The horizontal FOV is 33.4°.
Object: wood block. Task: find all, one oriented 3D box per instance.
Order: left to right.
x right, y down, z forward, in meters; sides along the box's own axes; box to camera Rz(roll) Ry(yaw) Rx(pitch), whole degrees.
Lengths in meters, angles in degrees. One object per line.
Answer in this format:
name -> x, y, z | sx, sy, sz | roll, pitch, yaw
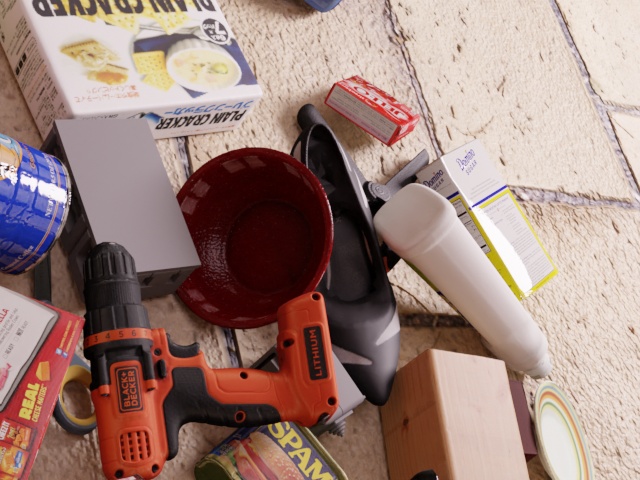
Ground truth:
wood block -> 0.121, 0.211, 0.941 | 0.090, 0.091, 0.206 | 12, 54, -29

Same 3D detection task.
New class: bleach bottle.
bleach bottle -> 0.157, 0.055, 1.050 | 0.250, 0.068, 0.103 | 47, 0, -27

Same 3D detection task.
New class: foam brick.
foam brick -> 0.166, 0.178, 1.024 | 0.052, 0.051, 0.078 | 12, 54, -29

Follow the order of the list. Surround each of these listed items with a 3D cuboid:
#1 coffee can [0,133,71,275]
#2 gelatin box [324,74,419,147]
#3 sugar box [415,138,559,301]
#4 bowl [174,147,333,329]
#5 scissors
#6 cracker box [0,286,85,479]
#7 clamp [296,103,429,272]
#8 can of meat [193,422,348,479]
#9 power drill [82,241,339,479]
coffee can -> -0.274, -0.041, 0.797 | 0.140, 0.103, 0.103 | 27, 44, -48
gelatin box -> 0.057, -0.142, 1.157 | 0.089, 0.030, 0.073 | 34, 25, 10
sugar box -> 0.181, -0.018, 1.159 | 0.093, 0.048, 0.176 | -27, 83, -50
bowl -> -0.056, 0.001, 0.946 | 0.162, 0.162, 0.055 | 65, 15, 18
scissors -> -0.206, 0.072, 0.857 | 0.096, 0.016, 0.201 | 24, 50, -20
cracker box -> -0.291, 0.094, 0.733 | 0.213, 0.072, 0.164 | 22, 48, -13
clamp -> 0.043, -0.049, 1.105 | 0.164, 0.036, 0.210 | 23, 45, -19
can of meat -> -0.041, 0.193, 0.863 | 0.102, 0.058, 0.083 | 50, 48, 5
power drill -> -0.087, 0.085, 0.824 | 0.187, 0.057, 0.184 | -5, 76, -17
